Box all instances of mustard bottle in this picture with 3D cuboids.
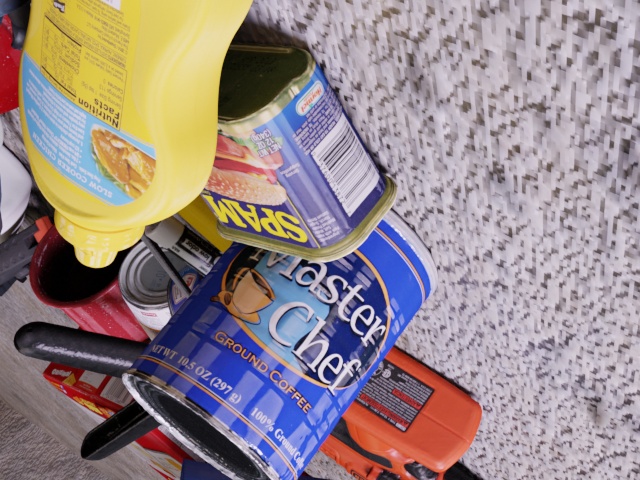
[{"bbox_3d":[-0.083,-0.063,0.438,0.096,0.058,0.192,35,132,20],"label":"mustard bottle"}]

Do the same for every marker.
[{"bbox_3d":[-0.058,0.022,0.661,0.121,0.020,0.020,39,161,-30],"label":"marker"}]

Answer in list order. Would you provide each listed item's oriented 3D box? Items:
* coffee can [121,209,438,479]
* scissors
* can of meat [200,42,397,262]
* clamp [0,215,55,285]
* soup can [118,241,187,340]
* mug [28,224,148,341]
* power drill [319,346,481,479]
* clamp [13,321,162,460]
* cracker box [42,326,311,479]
[{"bbox_3d":[-0.019,0.047,0.554,0.103,0.140,0.103,32,158,14],"label":"coffee can"},{"bbox_3d":[-0.126,-0.030,0.669,0.202,0.016,0.096,43,157,38],"label":"scissors"},{"bbox_3d":[-0.026,-0.044,0.499,0.102,0.057,0.084,14,145,46],"label":"can of meat"},{"bbox_3d":[-0.266,0.011,0.976,0.172,0.120,0.039,-24,100,46],"label":"clamp"},{"bbox_3d":[-0.101,0.049,0.791,0.069,0.068,0.102,25,155,30],"label":"soup can"},{"bbox_3d":[-0.174,0.027,0.840,0.117,0.093,0.081,25,160,34],"label":"mug"},{"bbox_3d":[0.066,0.148,0.740,0.184,0.057,0.187,29,157,18],"label":"power drill"},{"bbox_3d":[-0.101,0.107,0.777,0.210,0.036,0.164,-4,140,-3],"label":"clamp"},{"bbox_3d":[-0.124,0.169,0.956,0.164,0.072,0.213,8,147,51],"label":"cracker box"}]
